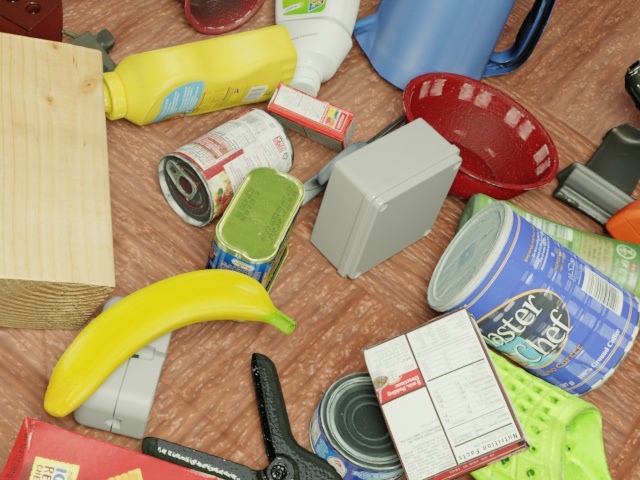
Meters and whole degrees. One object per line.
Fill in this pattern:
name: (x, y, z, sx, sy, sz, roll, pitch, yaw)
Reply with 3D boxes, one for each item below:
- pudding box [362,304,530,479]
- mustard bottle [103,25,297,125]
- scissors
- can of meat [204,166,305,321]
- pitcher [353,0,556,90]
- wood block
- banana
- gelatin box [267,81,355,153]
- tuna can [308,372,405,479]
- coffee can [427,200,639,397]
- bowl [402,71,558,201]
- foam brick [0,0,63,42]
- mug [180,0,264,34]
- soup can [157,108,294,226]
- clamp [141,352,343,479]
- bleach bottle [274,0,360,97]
pudding box: (0.090, 0.116, 0.781, 0.090, 0.039, 0.113, -23, 66, 6)
mustard bottle: (-0.121, -0.142, 0.953, 0.191, 0.096, 0.058, -17, 81, -26)
scissors: (0.039, -0.085, 0.966, 0.016, 0.096, 0.201, 50, 57, -1)
can of meat: (-0.056, 0.001, 0.870, 0.057, 0.084, 0.102, 24, 51, 1)
pitcher: (0.149, -0.263, 1.034, 0.145, 0.243, 0.149, 43, 47, 19)
wood block: (-0.219, -0.044, 0.818, 0.090, 0.091, 0.206, 6, 62, -29)
banana: (-0.113, 0.062, 0.764, 0.197, 0.037, 0.070, -19, 60, -28)
gelatin box: (-0.006, -0.111, 0.972, 0.073, 0.089, 0.030, 24, 89, 4)
tuna can: (0.036, 0.145, 0.819, 0.086, 0.034, 0.086, 8, 52, -11)
coffee can: (0.173, 0.048, 0.868, 0.140, 0.103, 0.102, 34, 49, -11)
bowl: (0.140, -0.087, 1.005, 0.162, 0.055, 0.162, 16, 40, -15)
foam brick: (-0.283, -0.205, 0.982, 0.078, 0.051, 0.053, 29, 51, 6)
mug: (-0.102, -0.265, 1.067, 0.117, 0.093, 0.081, 10, 38, -51)
soup can: (-0.081, -0.065, 0.924, 0.068, 0.069, 0.102, 43, 53, 17)
clamp: (-0.045, 0.174, 0.770, 0.120, 0.039, 0.171, -30, 68, -19)
bleach bottle: (-0.008, -0.242, 1.078, 0.068, 0.103, 0.250, 43, 44, -41)
